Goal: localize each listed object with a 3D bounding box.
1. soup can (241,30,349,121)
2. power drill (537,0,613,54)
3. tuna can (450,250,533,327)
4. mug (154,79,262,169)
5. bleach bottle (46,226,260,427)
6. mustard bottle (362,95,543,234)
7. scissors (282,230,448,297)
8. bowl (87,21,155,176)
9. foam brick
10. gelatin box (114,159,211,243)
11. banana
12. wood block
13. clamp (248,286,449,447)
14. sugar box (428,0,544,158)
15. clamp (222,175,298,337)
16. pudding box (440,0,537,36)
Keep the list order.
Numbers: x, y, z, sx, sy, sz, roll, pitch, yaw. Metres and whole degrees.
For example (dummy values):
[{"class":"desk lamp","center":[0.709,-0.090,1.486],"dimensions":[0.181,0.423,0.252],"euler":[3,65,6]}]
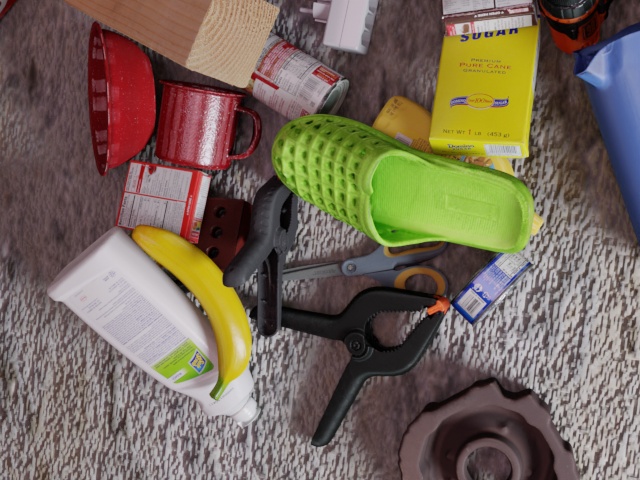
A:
[{"class":"soup can","center":[-0.030,-0.164,1.100],"dimensions":[0.102,0.068,0.068],"euler":[33,101,11]},{"class":"power drill","center":[0.275,-0.264,0.961],"dimensions":[0.188,0.184,0.057],"euler":[-42,72,5]},{"class":"tuna can","center":[0.168,0.043,1.047],"dimensions":[0.034,0.086,0.086],"euler":[44,103,11]},{"class":"mug","center":[-0.117,-0.119,1.117],"dimensions":[0.117,0.093,0.081],"euler":[12,101,12]},{"class":"bleach bottle","center":[-0.163,0.106,1.126],"dimensions":[0.103,0.068,0.250],"euler":[-36,105,24]},{"class":"mustard bottle","center":[0.134,-0.060,1.065],"dimensions":[0.192,0.058,0.096],"euler":[31,102,12]},{"class":"scissors","center":[0.046,0.043,1.116],"dimensions":[0.202,0.016,0.096],"euler":[-23,87,16]},{"class":"bowl","center":[-0.209,-0.150,1.127],"dimensions":[0.055,0.162,0.162],"euler":[-4,92,-19]},{"class":"foam brick","center":[-0.100,-0.003,1.124],"dimensions":[0.053,0.051,0.078],"euler":[4,78,21]},{"class":"gelatin box","center":[-0.163,-0.041,1.109],"dimensions":[0.089,0.030,0.073],"euler":[10,87,24]},{"class":"banana","center":[-0.118,0.062,1.076],"dimensions":[0.069,0.037,0.198],"euler":[-28,99,-22]},{"class":"wood block","center":[-0.154,-0.239,1.081],"dimensions":[0.206,0.090,0.090],"euler":[31,101,35]},{"class":"clamp","center":[0.033,0.099,1.106],"dimensions":[0.210,0.036,0.164],"euler":[-35,85,21]},{"class":"sugar box","center":[0.162,-0.168,1.029],"dimensions":[0.093,0.048,0.176],"euler":[5,75,15]},{"class":"clamp","center":[-0.057,0.001,1.085],"dimensions":[0.039,0.120,0.171],"euler":[2,68,15]},{"class":"pudding box","center":[0.157,-0.255,1.017],"dimensions":[0.090,0.039,0.113],"euler":[-5,67,13]}]
